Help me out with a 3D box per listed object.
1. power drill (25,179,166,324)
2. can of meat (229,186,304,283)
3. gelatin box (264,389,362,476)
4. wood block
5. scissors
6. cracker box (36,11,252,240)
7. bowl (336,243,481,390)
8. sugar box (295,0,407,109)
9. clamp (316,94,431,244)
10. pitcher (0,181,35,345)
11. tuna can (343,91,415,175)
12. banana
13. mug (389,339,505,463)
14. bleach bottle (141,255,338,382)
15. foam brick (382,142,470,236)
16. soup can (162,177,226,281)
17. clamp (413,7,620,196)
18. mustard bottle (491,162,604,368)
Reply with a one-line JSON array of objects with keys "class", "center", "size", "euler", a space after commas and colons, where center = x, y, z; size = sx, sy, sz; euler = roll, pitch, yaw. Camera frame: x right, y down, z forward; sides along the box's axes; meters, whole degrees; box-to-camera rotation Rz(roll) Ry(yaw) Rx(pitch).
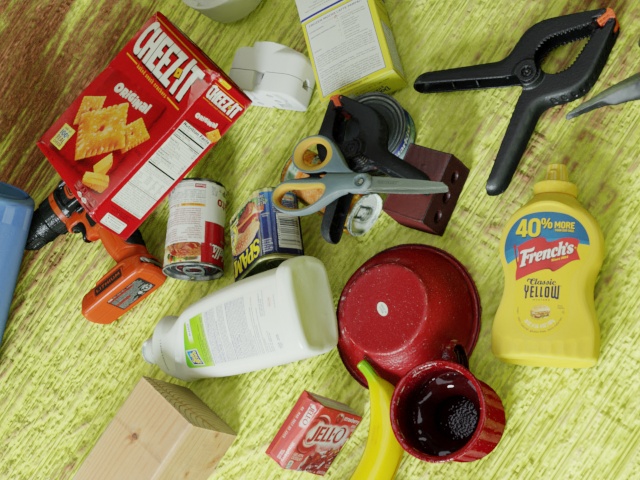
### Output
[{"class": "power drill", "center": [-0.273, 0.004, 1.270], "size": [0.185, 0.057, 0.188], "euler": [-37, 61, 15]}, {"class": "can of meat", "center": [-0.057, 0.001, 1.135], "size": [0.102, 0.057, 0.084], "euler": [-43, 47, 54]}, {"class": "gelatin box", "center": [-0.006, 0.191, 1.046], "size": [0.030, 0.089, 0.073], "euler": [35, 92, 32]}, {"class": "wood block", "center": [-0.195, 0.258, 1.128], "size": [0.091, 0.090, 0.206], "euler": [37, 94, 33]}, {"class": "scissors", "center": [0.037, -0.072, 1.041], "size": [0.202, 0.016, 0.096], "euler": [-11, 61, 33]}, {"class": "cracker box", "center": [-0.204, -0.133, 1.205], "size": [0.214, 0.072, 0.164], "euler": [-47, 50, 5]}, {"class": "bowl", "center": [0.075, 0.074, 1.060], "size": [0.162, 0.055, 0.162], "euler": [-9, 70, 26]}, {"class": "sugar box", "center": [0.030, -0.234, 1.189], "size": [0.093, 0.048, 0.176], "euler": [-22, 61, 21]}, {"class": "clamp", "center": [0.048, -0.085, 1.080], "size": [0.120, 0.039, 0.171], "euler": [-17, 58, 16]}, {"class": "pitcher", "center": [-0.427, 0.046, 1.277], "size": [0.149, 0.144, 0.243], "euler": [23, 98, 28]}, {"class": "tuna can", "center": [0.057, -0.113, 1.141], "size": [0.086, 0.033, 0.086], "euler": [-9, 70, 26]}, {"class": "banana", "center": [0.038, 0.218, 1.021], "size": [0.070, 0.037, 0.198], "euler": [17, 82, 22]}, {"class": "mug", "center": [0.122, 0.151, 0.993], "size": [0.093, 0.081, 0.117], "euler": [-6, 73, 27]}, {"class": "bleach bottle", "center": [-0.099, 0.090, 1.122], "size": [0.251, 0.067, 0.102], "euler": [-16, 84, 39]}, {"class": "foam brick", "center": [0.107, -0.051, 1.083], "size": [0.051, 0.053, 0.078], "euler": [21, 85, 32]}, {"class": "soup can", "center": [-0.141, -0.012, 1.197], "size": [0.069, 0.068, 0.102], "euler": [-9, 70, 26]}, {"class": "clamp", "center": [0.203, -0.166, 1.077], "size": [0.210, 0.036, 0.165], "euler": [-42, 60, 8]}, {"class": "mustard bottle", "center": [0.216, 0.020, 0.999], "size": [0.096, 0.058, 0.191], "euler": [0, 74, 27]}]
